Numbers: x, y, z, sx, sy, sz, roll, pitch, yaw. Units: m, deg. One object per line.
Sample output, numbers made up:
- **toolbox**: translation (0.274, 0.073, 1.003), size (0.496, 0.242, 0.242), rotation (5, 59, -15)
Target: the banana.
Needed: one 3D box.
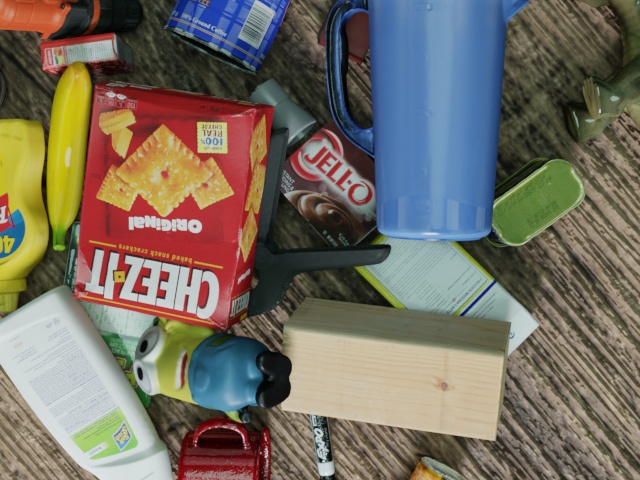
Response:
- **banana**: translation (-0.246, -0.090, 1.052), size (0.037, 0.070, 0.198), rotation (-3, 120, -26)

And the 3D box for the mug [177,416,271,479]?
- **mug**: translation (-0.096, 0.222, 1.058), size (0.081, 0.093, 0.117), rotation (1, 126, 5)

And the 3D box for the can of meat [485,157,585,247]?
- **can of meat**: translation (0.206, -0.038, 1.055), size (0.102, 0.084, 0.057), rotation (-37, 91, 1)

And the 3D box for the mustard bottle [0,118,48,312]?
- **mustard bottle**: translation (-0.320, -0.024, 1.071), size (0.096, 0.058, 0.191), rotation (-2, 93, 20)

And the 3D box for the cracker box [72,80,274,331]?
- **cracker box**: translation (-0.142, -0.036, 1.021), size (0.164, 0.072, 0.214), rotation (11, 101, 13)

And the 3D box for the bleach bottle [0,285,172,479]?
- **bleach bottle**: translation (-0.231, 0.174, 1.062), size (0.102, 0.068, 0.251), rotation (-31, 92, 4)

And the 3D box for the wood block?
- **wood block**: translation (0.073, 0.121, 1.029), size (0.206, 0.090, 0.091), rotation (7, 108, 13)

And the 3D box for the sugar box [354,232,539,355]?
- **sugar box**: translation (0.125, 0.053, 1.079), size (0.093, 0.048, 0.176), rotation (-45, 94, 3)

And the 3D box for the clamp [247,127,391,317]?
- **clamp**: translation (-0.057, 0.001, 1.059), size (0.210, 0.036, 0.164), rotation (-34, 90, 17)

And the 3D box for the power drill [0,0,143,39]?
- **power drill**: translation (-0.273, -0.279, 1.032), size (0.057, 0.184, 0.188), rotation (-40, 73, 32)

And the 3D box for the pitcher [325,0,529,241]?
- **pitcher**: translation (0.097, -0.124, 0.993), size (0.144, 0.149, 0.243), rotation (-2, 95, -30)

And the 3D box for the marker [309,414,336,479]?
- **marker**: translation (0.002, 0.208, 1.097), size (0.020, 0.020, 0.121), rotation (-8, 92, 1)

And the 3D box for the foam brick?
- **foam brick**: translation (0.035, -0.224, 1.067), size (0.051, 0.053, 0.078), rotation (25, 93, 0)

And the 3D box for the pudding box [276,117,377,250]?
- **pudding box**: translation (0.017, -0.053, 1.078), size (0.090, 0.039, 0.113), rotation (-42, 91, 2)

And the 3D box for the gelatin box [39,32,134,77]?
- **gelatin box**: translation (-0.228, -0.179, 1.052), size (0.073, 0.089, 0.030), rotation (-7, 91, 1)

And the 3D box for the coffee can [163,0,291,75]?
- **coffee can**: translation (-0.077, -0.247, 1.042), size (0.103, 0.103, 0.140), rotation (26, 92, 0)
